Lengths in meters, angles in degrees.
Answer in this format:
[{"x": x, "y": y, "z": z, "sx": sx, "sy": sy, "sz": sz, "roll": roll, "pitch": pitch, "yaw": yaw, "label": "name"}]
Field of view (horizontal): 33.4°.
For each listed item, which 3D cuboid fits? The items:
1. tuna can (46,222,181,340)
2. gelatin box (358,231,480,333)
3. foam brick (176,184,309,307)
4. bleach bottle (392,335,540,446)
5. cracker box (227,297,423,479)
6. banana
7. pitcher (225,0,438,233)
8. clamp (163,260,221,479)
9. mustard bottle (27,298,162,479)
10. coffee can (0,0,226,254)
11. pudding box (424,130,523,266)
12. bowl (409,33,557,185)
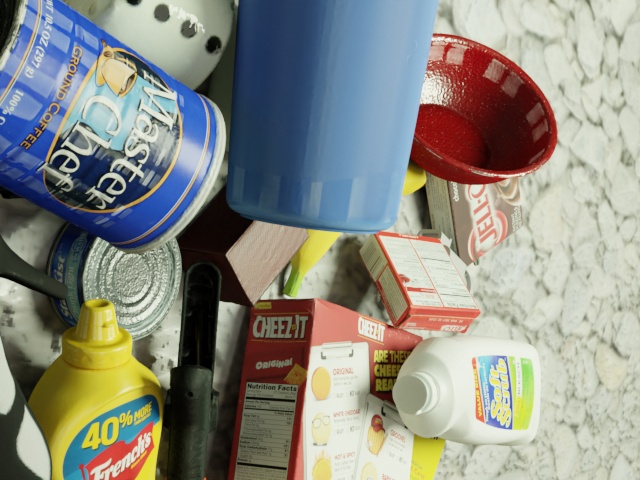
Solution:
[{"x": -0.129, "y": 0.021, "z": 0.677, "sx": 0.085, "sy": 0.034, "sz": 0.086, "roll": -13, "pitch": 107, "yaw": -50, "label": "tuna can"}, {"x": 0.081, "y": 0.035, "z": 0.882, "sx": 0.073, "sy": 0.089, "sz": 0.030, "roll": 6, "pitch": 133, "yaw": -33, "label": "gelatin box"}, {"x": -0.055, "y": 0.001, "z": 0.753, "sx": 0.078, "sy": 0.053, "sz": 0.051, "roll": -51, "pitch": 133, "yaw": -33, "label": "foam brick"}, {"x": 0.120, "y": 0.131, "z": 0.892, "sx": 0.250, "sy": 0.068, "sz": 0.102, "roll": 10, "pitch": 83, "yaw": -63, "label": "bleach bottle"}, {"x": 0.003, "y": 0.164, "z": 0.824, "sx": 0.164, "sy": 0.072, "sz": 0.213, "roll": 24, "pitch": 68, "yaw": -52, "label": "cracker box"}, {"x": 0.030, "y": -0.032, "z": 0.873, "sx": 0.197, "sy": 0.037, "sz": 0.070, "roll": -38, "pitch": 155, "yaw": -38, "label": "banana"}, {"x": 0.014, "y": -0.130, "z": 0.663, "sx": 0.149, "sy": 0.145, "sz": 0.243, "roll": 5, "pitch": 96, "yaw": -19, "label": "pitcher"}, {"x": -0.085, "y": 0.112, "z": 0.699, "sx": 0.120, "sy": 0.039, "sz": 0.171, "roll": -81, "pitch": 176, "yaw": -65, "label": "clamp"}, {"x": -0.137, "y": 0.127, "z": 0.648, "sx": 0.096, "sy": 0.058, "sz": 0.192, "roll": -18, "pitch": 118, "yaw": -51, "label": "mustard bottle"}, {"x": -0.136, "y": -0.066, "z": 0.579, "sx": 0.140, "sy": 0.103, "sz": 0.103, "roll": 32, "pitch": 71, "yaw": -40, "label": "coffee can"}, {"x": 0.142, "y": -0.042, "z": 0.987, "sx": 0.089, "sy": 0.039, "sz": 0.113, "roll": -34, "pitch": 125, "yaw": -29, "label": "pudding box"}, {"x": 0.118, "y": -0.101, "z": 0.910, "sx": 0.161, "sy": 0.162, "sz": 0.055, "roll": -41, "pitch": 168, "yaw": -40, "label": "bowl"}]
